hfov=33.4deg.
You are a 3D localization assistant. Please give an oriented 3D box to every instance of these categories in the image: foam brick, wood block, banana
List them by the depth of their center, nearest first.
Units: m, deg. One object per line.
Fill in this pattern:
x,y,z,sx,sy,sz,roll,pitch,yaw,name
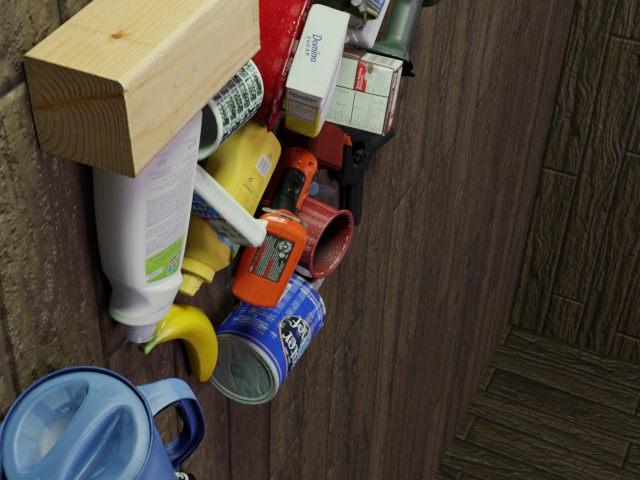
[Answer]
-0.136,-0.152,0.864,0.205,0.091,0.090,-54,154,-43,wood block
-0.148,0.108,1.174,0.069,0.037,0.197,-52,158,-5,banana
-0.010,-0.117,1.303,0.078,0.053,0.051,12,82,-66,foam brick

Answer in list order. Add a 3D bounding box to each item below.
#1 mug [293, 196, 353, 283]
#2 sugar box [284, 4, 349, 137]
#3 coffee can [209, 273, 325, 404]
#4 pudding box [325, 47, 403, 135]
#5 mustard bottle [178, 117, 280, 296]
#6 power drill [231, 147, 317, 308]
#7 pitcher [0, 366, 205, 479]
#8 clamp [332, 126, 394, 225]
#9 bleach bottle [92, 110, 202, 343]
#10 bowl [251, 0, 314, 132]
-0.019,0.000,1.330,0.093,0.082,0.117,-34,142,-46,mug
-0.006,-0.175,1.125,0.176,0.048,0.093,91,16,-82,sugar box
-0.068,0.117,1.301,0.140,0.103,0.103,-52,154,-47,coffee can
0.037,-0.185,1.309,0.039,0.113,0.090,-49,151,-59,pudding box
-0.105,-0.031,1.124,0.096,0.058,0.191,54,55,-66,mustard bottle
-0.058,0.001,1.198,0.187,0.057,0.185,-89,-161,-67,power drill
-0.188,0.218,0.993,0.243,0.149,0.145,81,19,-60,pitcher
0.057,-0.126,1.547,0.210,0.036,0.164,56,55,-67,clamp
-0.164,-0.007,0.968,0.102,0.068,0.251,-33,143,-45,bleach bottle
-0.052,-0.194,1.079,0.162,0.055,0.162,-167,-86,-89,bowl
